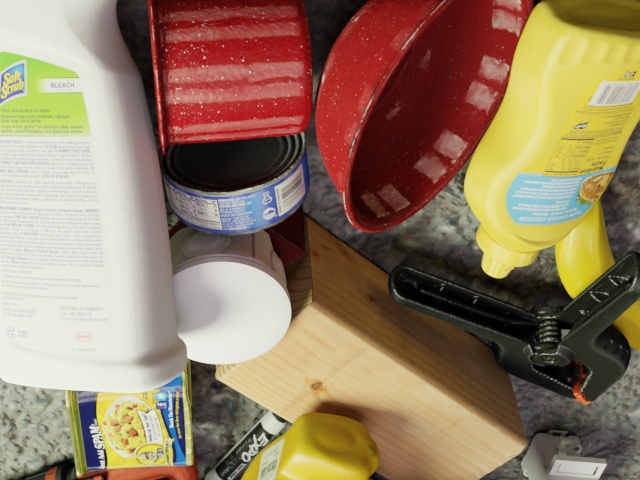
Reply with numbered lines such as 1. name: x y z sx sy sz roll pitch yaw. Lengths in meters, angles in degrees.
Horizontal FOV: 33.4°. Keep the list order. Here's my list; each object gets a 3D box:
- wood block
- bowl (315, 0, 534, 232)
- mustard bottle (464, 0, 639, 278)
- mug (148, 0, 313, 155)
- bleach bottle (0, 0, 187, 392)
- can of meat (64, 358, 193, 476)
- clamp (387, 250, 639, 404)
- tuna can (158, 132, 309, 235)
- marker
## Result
1. wood block: 0.036 0.087 0.730 0.205 0.090 0.091 36 119 -29
2. bowl: 0.047 -0.086 0.584 0.162 0.055 0.162 -42 154 -27
3. mustard bottle: 0.139 -0.053 0.644 0.096 0.058 0.192 -7 134 -30
4. mug: -0.050 -0.107 0.577 0.081 0.093 0.117 -5 93 -8
5. bleach bottle: -0.126 -0.050 0.562 0.103 0.068 0.251 2 99 15
6. can of meat: -0.134 0.118 0.760 0.084 0.057 0.102 -2 128 -6
7. clamp: 0.162 0.061 0.715 0.165 0.036 0.209 -7 149 33
8. tuna can: -0.049 -0.041 0.621 0.086 0.086 0.034 -7 130 0
9. marker: -0.049 0.153 0.819 0.020 0.020 0.121 27 122 -24
